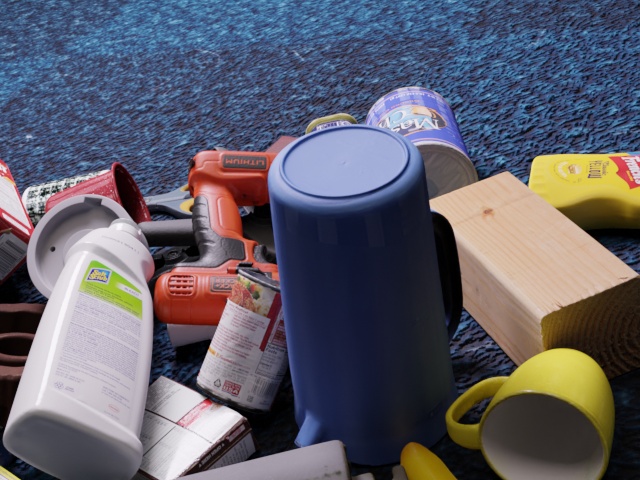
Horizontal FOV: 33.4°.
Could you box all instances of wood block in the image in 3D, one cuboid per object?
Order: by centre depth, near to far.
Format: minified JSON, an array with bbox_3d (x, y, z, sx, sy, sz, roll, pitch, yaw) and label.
[{"bbox_3d":[0.176,0.032,0.900,0.090,0.090,0.206,-21,32,-11],"label":"wood block"}]

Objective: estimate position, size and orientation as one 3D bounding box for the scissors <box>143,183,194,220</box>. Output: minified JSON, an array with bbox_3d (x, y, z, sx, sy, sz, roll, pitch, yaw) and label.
[{"bbox_3d":[-0.187,-0.034,1.212,0.201,0.016,0.096,-15,31,-3],"label":"scissors"}]

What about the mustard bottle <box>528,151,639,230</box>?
[{"bbox_3d":[0.298,-0.048,1.014,0.192,0.058,0.096,-1,33,18],"label":"mustard bottle"}]

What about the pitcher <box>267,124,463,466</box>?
[{"bbox_3d":[0.038,0.035,0.798,0.145,0.243,0.149,-5,37,4],"label":"pitcher"}]

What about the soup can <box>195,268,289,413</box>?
[{"bbox_3d":[-0.054,0.083,0.877,0.068,0.102,0.068,22,2,-1],"label":"soup can"}]

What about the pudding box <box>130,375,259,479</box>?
[{"bbox_3d":[-0.120,0.162,0.852,0.114,0.039,0.089,16,43,42],"label":"pudding box"}]

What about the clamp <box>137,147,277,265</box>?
[{"bbox_3d":[-0.059,-0.024,1.071,0.210,0.036,0.164,16,43,11],"label":"clamp"}]

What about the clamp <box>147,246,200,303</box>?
[{"bbox_3d":[-0.147,0.034,1.066,0.171,0.039,0.120,-19,32,-1],"label":"clamp"}]

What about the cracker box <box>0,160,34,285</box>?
[{"bbox_3d":[-0.392,0.000,1.122,0.164,0.072,0.214,-46,36,2],"label":"cracker box"}]

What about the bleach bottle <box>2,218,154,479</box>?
[{"bbox_3d":[-0.175,0.075,0.865,0.068,0.102,0.250,-46,24,33],"label":"bleach bottle"}]

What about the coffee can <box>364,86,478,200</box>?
[{"bbox_3d":[0.101,-0.084,1.102,0.103,0.103,0.140,-11,31,4],"label":"coffee can"}]

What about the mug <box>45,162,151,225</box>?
[{"bbox_3d":[-0.223,-0.012,1.081,0.081,0.093,0.117,-22,59,6],"label":"mug"}]

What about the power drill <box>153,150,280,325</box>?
[{"bbox_3d":[-0.056,0.001,0.983,0.184,0.057,0.187,3,49,-6],"label":"power drill"}]
